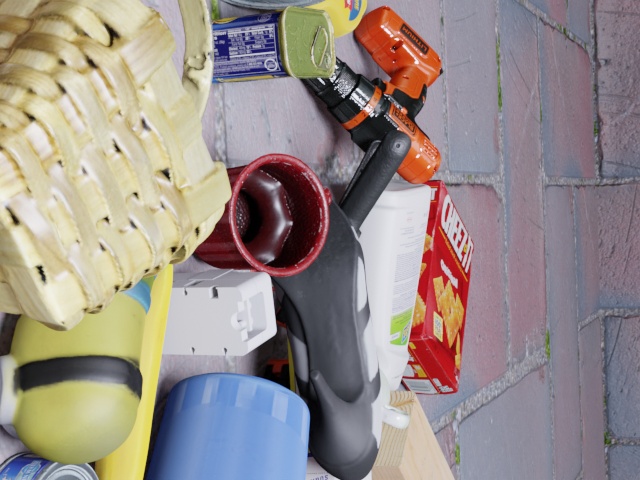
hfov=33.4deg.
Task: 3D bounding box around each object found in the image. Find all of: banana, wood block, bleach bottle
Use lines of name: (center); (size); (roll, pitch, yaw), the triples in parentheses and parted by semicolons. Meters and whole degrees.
banana: (-0.128, 0.092, 0.718); (0.070, 0.037, 0.198); (152, -54, -83)
wood block: (0.078, 0.253, 1.139); (0.206, 0.091, 0.090); (64, 33, -43)
bleach bottle: (0.062, 0.065, 1.124); (0.102, 0.068, 0.251); (-12, 111, -56)

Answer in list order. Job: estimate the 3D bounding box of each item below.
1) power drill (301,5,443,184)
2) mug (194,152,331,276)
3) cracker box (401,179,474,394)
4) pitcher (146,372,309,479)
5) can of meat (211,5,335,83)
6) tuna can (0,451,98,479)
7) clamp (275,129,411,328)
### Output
power drill: (0.060, -0.168, 1.121); (0.184, 0.057, 0.187); (42, 38, -22)
mug: (-0.045, -0.022, 0.837); (0.117, 0.082, 0.093); (-23, 102, -36)
cracker box: (0.130, 0.059, 1.294); (0.164, 0.072, 0.213); (55, 39, -52)
pitcher: (-0.077, 0.227, 0.758); (0.144, 0.149, 0.242); (38, 50, -42)
can of meat: (-0.045, -0.160, 0.887); (0.102, 0.084, 0.057); (-21, 107, -65)
tuna can: (-0.168, 0.172, 0.646); (0.086, 0.034, 0.086); (-1, 90, -67)
clamp: (0.020, -0.011, 0.970); (0.210, 0.036, 0.164); (-61, -178, -6)
